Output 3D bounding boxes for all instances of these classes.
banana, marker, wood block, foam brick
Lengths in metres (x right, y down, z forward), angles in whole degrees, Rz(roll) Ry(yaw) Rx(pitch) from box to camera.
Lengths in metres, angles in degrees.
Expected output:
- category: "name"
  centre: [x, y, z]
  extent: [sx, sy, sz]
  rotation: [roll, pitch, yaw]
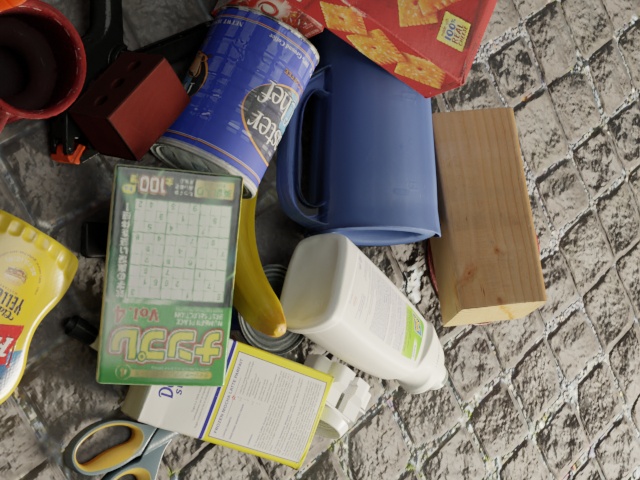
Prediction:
- category: "banana"
  centre: [-0.067, 0.007, 0.963]
  extent: [0.037, 0.070, 0.198]
  rotation: [12, 55, -31]
- category: "marker"
  centre: [-0.171, 0.098, 0.925]
  extent: [0.121, 0.020, 0.020]
  rotation: [36, 66, -31]
- category: "wood block"
  centre: [0.163, -0.024, 1.106]
  extent: [0.090, 0.091, 0.206]
  rotation: [-5, 75, -8]
- category: "foam brick"
  centre: [-0.156, -0.112, 0.882]
  extent: [0.078, 0.053, 0.051]
  rotation: [-54, 135, -26]

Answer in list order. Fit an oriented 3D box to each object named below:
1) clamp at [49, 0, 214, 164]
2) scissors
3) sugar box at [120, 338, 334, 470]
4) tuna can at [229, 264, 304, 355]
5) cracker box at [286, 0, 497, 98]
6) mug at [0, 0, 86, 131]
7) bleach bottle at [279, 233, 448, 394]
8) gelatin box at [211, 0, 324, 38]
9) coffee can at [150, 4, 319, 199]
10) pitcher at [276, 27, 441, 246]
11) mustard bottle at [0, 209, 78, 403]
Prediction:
- category: "clamp"
  centre: [-0.180, -0.164, 0.916]
  extent: [0.164, 0.036, 0.210]
  rotation: [47, 62, -39]
- category: "scissors"
  centre: [-0.132, 0.184, 0.953]
  extent: [0.201, 0.016, 0.096]
  rotation: [-9, 94, -38]
- category: "sugar box"
  centre: [-0.080, 0.136, 0.949]
  extent: [0.176, 0.048, 0.093]
  rotation: [25, 81, -29]
- category: "tuna can"
  centre: [-0.052, 0.066, 1.012]
  extent: [0.085, 0.034, 0.086]
  rotation: [3, 86, -38]
- category: "cracker box"
  centre: [0.063, -0.256, 0.964]
  extent: [0.213, 0.072, 0.164]
  rotation: [32, 71, -23]
- category: "mug"
  centre: [-0.248, -0.125, 0.838]
  extent: [0.093, 0.082, 0.117]
  rotation: [27, 71, -34]
- category: "bleach bottle"
  centre: [0.057, 0.094, 1.055]
  extent: [0.250, 0.068, 0.102]
  rotation: [43, 50, -44]
- category: "gelatin box"
  centre: [-0.048, -0.213, 0.997]
  extent: [0.073, 0.089, 0.030]
  rotation: [37, 58, -30]
- category: "coffee can"
  centre: [-0.076, -0.122, 0.949]
  extent: [0.102, 0.103, 0.140]
  rotation: [32, 77, -32]
- category: "pitcher"
  centre: [0.041, -0.117, 1.042]
  extent: [0.149, 0.145, 0.243]
  rotation: [34, 55, -76]
- category: "mustard bottle"
  centre: [-0.270, 0.075, 0.824]
  extent: [0.096, 0.058, 0.191]
  rotation: [36, 67, -31]
